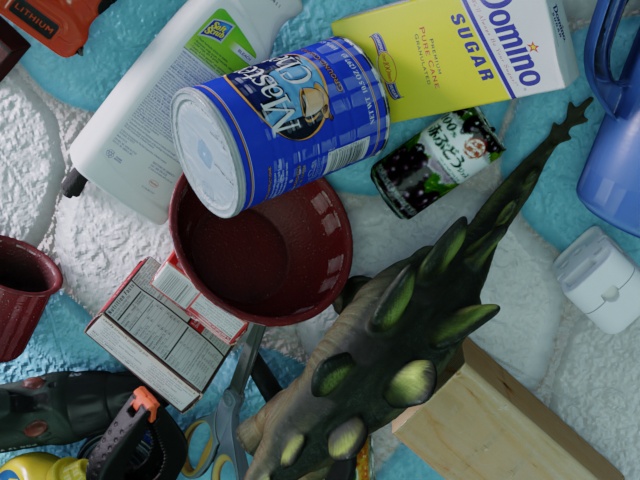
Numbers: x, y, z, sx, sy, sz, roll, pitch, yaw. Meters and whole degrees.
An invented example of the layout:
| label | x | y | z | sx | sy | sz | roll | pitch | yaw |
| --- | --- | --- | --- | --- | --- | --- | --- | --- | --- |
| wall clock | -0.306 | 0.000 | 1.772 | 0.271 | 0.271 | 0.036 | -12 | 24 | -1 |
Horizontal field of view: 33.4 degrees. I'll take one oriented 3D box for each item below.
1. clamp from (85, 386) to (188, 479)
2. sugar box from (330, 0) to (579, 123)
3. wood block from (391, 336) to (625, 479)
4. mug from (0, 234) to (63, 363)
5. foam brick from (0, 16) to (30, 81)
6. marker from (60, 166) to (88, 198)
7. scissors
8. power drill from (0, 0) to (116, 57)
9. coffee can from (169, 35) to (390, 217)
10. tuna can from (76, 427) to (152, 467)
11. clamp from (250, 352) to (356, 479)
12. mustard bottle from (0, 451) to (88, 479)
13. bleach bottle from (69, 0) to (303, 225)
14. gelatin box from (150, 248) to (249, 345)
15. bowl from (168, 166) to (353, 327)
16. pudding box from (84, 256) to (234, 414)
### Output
| label | x | y | z | sx | sy | sz | roll | pitch | yaw |
| --- | --- | --- | --- | --- | --- | --- | --- | --- | --- |
| clamp | -0.170 | 0.223 | 0.923 | 0.164 | 0.036 | 0.210 | -19 | 129 | -35 |
| sugar box | 0.102 | -0.149 | 0.829 | 0.177 | 0.048 | 0.093 | -8 | 108 | 34 |
| wood block | 0.167 | 0.186 | 0.927 | 0.206 | 0.090 | 0.090 | 42 | 104 | -7 |
| mug | -0.292 | 0.046 | 0.931 | 0.117 | 0.093 | 0.082 | 34 | 111 | 14 |
| foam brick | -0.291 | -0.168 | 0.886 | 0.078 | 0.053 | 0.051 | 43 | 104 | -6 |
| marker | -0.187 | -0.086 | 0.917 | 0.020 | 0.020 | 0.121 | 35 | 105 | -5 |
| scissors | -0.070 | 0.158 | 0.932 | 0.096 | 0.016 | 0.202 | 54 | 129 | 24 |
| power drill | -0.181 | -0.242 | 0.818 | 0.188 | 0.057 | 0.184 | -37 | 133 | 18 |
| coffee can | -0.031 | -0.090 | 0.829 | 0.140 | 0.103 | 0.103 | -24 | 105 | -26 |
| tuna can | -0.183 | 0.209 | 0.991 | 0.086 | 0.033 | 0.086 | 1 | 105 | 4 |
| clamp | 0.001 | 0.161 | 0.929 | 0.120 | 0.039 | 0.171 | -12 | 73 | 8 |
| mustard bottle | -0.263 | 0.245 | 0.962 | 0.192 | 0.058 | 0.096 | -39 | 71 | 31 |
| bleach bottle | -0.091 | -0.137 | 0.871 | 0.102 | 0.068 | 0.251 | 36 | 101 | -30 |
| gelatin box | -0.097 | 0.044 | 0.918 | 0.089 | 0.073 | 0.030 | 38 | 106 | -7 |
| bowl | -0.056 | 0.001 | 0.883 | 0.162 | 0.162 | 0.055 | 40 | 147 | -7 |
| pudding box | -0.134 | 0.080 | 0.919 | 0.113 | 0.090 | 0.039 | 40 | 129 | -6 |
